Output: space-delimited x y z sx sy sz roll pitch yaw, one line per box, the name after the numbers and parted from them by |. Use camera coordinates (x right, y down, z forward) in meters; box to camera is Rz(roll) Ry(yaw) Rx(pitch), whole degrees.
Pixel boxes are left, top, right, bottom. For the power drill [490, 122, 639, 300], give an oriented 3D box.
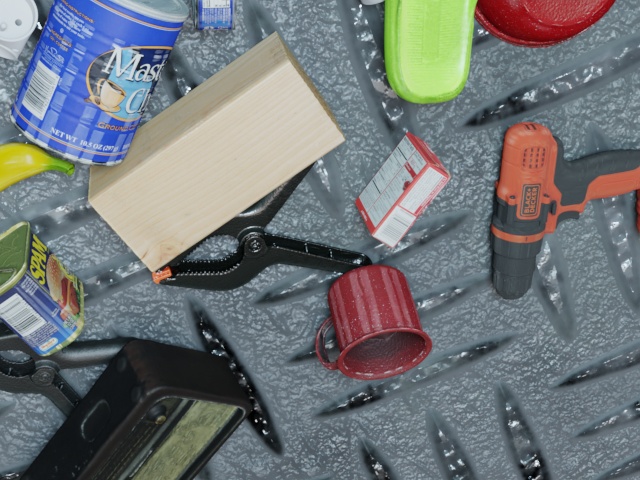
0.260 -0.028 1.049 0.187 0.057 0.184 -4 118 -9 | power drill

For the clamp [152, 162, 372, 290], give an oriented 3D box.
-0.057 0.001 1.014 0.210 0.036 0.164 -25 123 3 | clamp

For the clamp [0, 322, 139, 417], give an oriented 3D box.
-0.267 0.131 1.041 0.171 0.039 0.120 15 110 -19 | clamp

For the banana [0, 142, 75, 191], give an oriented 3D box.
-0.306 -0.025 0.940 0.198 0.037 0.070 -41 80 16 | banana

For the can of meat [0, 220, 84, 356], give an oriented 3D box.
-0.259 0.045 0.960 0.057 0.102 0.084 -34 121 8 | can of meat

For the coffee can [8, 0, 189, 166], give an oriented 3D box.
-0.181 -0.147 0.873 0.102 0.103 0.140 20 112 -20 | coffee can

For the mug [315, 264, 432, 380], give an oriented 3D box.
0.044 0.083 1.042 0.117 0.081 0.093 -32 141 24 | mug

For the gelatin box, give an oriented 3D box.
0.076 -0.047 0.994 0.030 0.073 0.089 31 107 -25 | gelatin box

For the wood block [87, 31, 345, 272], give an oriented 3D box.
-0.093 -0.078 0.935 0.206 0.090 0.090 -34 119 8 | wood block

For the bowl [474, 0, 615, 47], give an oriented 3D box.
0.207 -0.239 0.929 0.162 0.055 0.162 -4 118 -8 | bowl

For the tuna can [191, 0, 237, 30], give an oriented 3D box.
-0.088 -0.214 0.866 0.033 0.086 0.086 -3 118 -8 | tuna can
